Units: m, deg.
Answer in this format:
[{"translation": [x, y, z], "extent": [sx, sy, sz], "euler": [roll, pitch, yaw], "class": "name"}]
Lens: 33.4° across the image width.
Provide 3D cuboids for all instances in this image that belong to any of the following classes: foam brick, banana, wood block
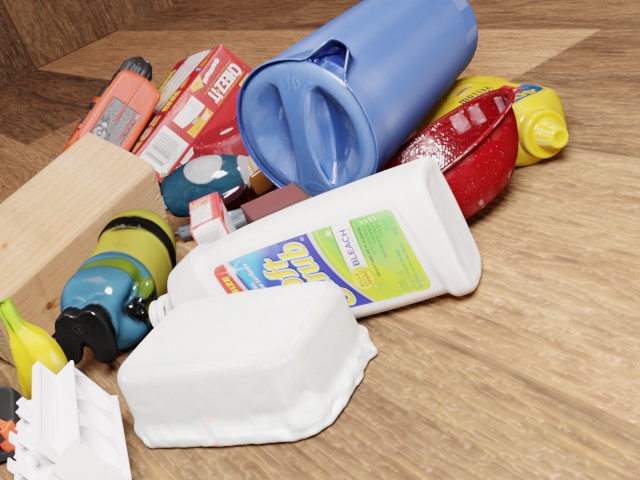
[{"translation": [-0.023, 0.001, 0.867], "extent": [0.053, 0.078, 0.051], "euler": [-24, 20, -9], "class": "foam brick"}, {"translation": [-0.215, 0.096, 0.821], "extent": [0.037, 0.069, 0.198], "euler": [-19, -13, -18], "class": "banana"}, {"translation": [-0.248, 0.005, 0.998], "extent": [0.090, 0.091, 0.205], "euler": [27, 55, 25], "class": "wood block"}]

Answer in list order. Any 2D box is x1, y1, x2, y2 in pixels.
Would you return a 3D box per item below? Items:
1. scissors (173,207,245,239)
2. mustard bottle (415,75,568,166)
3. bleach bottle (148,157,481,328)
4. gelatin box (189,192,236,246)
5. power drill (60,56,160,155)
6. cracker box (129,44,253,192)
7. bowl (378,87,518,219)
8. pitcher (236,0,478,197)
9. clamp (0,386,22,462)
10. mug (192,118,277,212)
[{"translation": [-0.134, -0.010, 1.065], "extent": [0.202, 0.016, 0.096], "euler": [-15, 1, 21], "class": "scissors"}, {"translation": [0.164, -0.105, 0.960], "extent": [0.096, 0.058, 0.192], "euler": [-29, 22, -11], "class": "mustard bottle"}, {"translation": [-0.015, 0.027, 0.794], "extent": [0.251, 0.102, 0.068], "euler": [-21, 15, 23], "class": "bleach bottle"}, {"translation": [-0.078, 0.013, 0.879], "extent": [0.030, 0.089, 0.073], "euler": [-24, 20, 1], "class": "gelatin box"}, {"translation": [-0.236, -0.143, 1.224], "extent": [0.184, 0.057, 0.188], "euler": [-61, 16, -10], "class": "power drill"}, {"translation": [-0.165, -0.137, 1.248], "extent": [0.164, 0.072, 0.214], "euler": [-54, 18, -9], "class": "cracker box"}, {"translation": [0.104, -0.054, 0.867], "extent": [0.162, 0.055, 0.162], "euler": [-36, 13, 9], "class": "bowl"}, {"translation": [0.041, -0.136, 0.945], "extent": [0.149, 0.145, 0.242], "euler": [-13, 23, 41], "class": "pitcher"}, {"translation": [-0.280, 0.138, 0.850], "extent": [0.172, 0.039, 0.120], "euler": [-3, 43, 36], "class": "clamp"}, {"translation": [-0.073, -0.081, 1.112], "extent": [0.117, 0.081, 0.093], "euler": [-6, 26, 38], "class": "mug"}]
